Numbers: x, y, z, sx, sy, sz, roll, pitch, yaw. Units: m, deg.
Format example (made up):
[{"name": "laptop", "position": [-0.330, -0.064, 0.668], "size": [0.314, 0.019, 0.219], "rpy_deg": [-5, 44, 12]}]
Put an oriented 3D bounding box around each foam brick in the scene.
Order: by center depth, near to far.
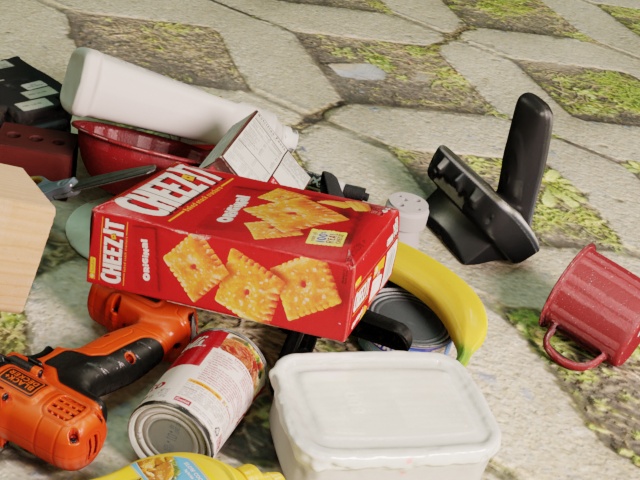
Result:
[{"name": "foam brick", "position": [-0.280, -0.078, 1.048], "size": [0.078, 0.051, 0.053], "rpy_deg": [9, 31, -6]}]

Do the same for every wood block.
[{"name": "wood block", "position": [-0.309, -0.017, 0.757], "size": [0.205, 0.090, 0.091], "rpy_deg": [11, 18, -37]}]

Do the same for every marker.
[{"name": "marker", "position": [-0.005, -0.064, 1.159], "size": [0.121, 0.020, 0.020], "rpy_deg": [17, 31, 7]}]

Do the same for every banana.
[{"name": "banana", "position": [0.084, 0.039, 0.937], "size": [0.069, 0.037, 0.198], "rpy_deg": [-12, 39, -36]}]

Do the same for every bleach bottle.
[{"name": "bleach bottle", "position": [-0.137, -0.134, 1.112], "size": [0.250, 0.068, 0.103], "rpy_deg": [14, 8, -24]}]

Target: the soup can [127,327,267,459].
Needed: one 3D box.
[{"name": "soup can", "position": [-0.088, 0.118, 0.781], "size": [0.068, 0.068, 0.102], "rpy_deg": [20, 32, 11]}]

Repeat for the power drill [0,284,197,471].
[{"name": "power drill", "position": [-0.198, 0.084, 0.811], "size": [0.185, 0.057, 0.187], "rpy_deg": [24, 34, 22]}]

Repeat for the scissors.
[{"name": "scissors", "position": [-0.241, -0.036, 0.944], "size": [0.202, 0.016, 0.096], "rpy_deg": [-1, 33, 41]}]

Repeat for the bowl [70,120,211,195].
[{"name": "bowl", "position": [-0.169, -0.071, 1.045], "size": [0.162, 0.055, 0.162], "rpy_deg": [15, 9, -3]}]

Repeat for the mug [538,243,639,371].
[{"name": "mug", "position": [0.254, 0.071, 0.980], "size": [0.082, 0.093, 0.117], "rpy_deg": [34, 67, 23]}]

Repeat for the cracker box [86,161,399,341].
[{"name": "cracker box", "position": [-0.056, 0.001, 0.868], "size": [0.214, 0.072, 0.164], "rpy_deg": [13, 20, 13]}]

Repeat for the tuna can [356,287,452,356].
[{"name": "tuna can", "position": [0.075, 0.079, 0.939], "size": [0.086, 0.034, 0.086], "rpy_deg": [9, 31, -6]}]

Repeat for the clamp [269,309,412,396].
[{"name": "clamp", "position": [0.010, 0.063, 0.907], "size": [0.120, 0.039, 0.171], "rpy_deg": [-13, 34, 2]}]

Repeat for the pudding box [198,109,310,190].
[{"name": "pudding box", "position": [-0.062, -0.061, 1.008], "size": [0.090, 0.039, 0.113], "rpy_deg": [51, 29, -14]}]
